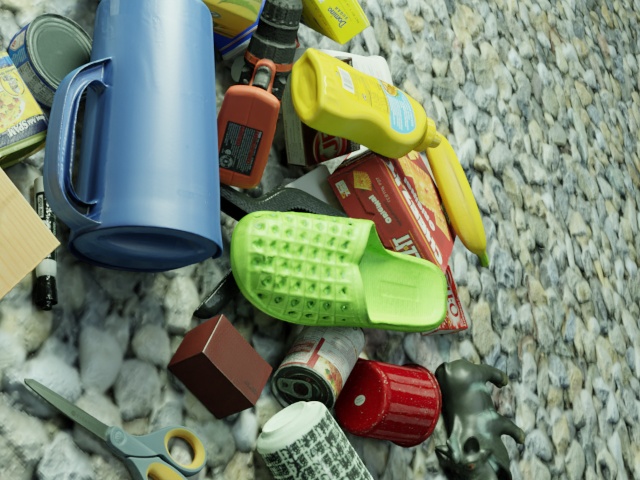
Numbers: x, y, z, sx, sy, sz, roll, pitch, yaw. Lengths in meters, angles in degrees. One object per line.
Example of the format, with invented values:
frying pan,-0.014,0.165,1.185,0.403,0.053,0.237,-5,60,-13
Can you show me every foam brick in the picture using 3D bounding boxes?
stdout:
foam brick,-0.094,0.119,0.999,0.078,0.051,0.053,50,39,-20

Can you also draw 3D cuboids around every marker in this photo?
marker,-0.235,0.002,0.913,0.020,0.020,0.121,19,56,-46

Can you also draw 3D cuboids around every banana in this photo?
banana,0.165,-0.062,1.336,0.069,0.037,0.198,84,-11,-71

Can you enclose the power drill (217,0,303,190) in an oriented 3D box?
power drill,-0.062,-0.149,1.074,0.057,0.185,0.187,15,29,-2

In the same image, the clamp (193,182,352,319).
clamp,-0.057,0.001,1.090,0.209,0.036,0.164,3,70,-31

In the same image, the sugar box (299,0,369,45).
sugar box,-0.011,-0.282,1.208,0.093,0.048,0.176,56,-6,-25

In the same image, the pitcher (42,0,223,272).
pitcher,-0.158,-0.101,0.946,0.145,0.149,0.243,0,72,-5

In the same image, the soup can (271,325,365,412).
soup can,0.000,0.125,1.103,0.068,0.069,0.102,54,36,-16

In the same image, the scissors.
scissors,-0.163,0.161,0.915,0.201,0.016,0.096,52,35,-18

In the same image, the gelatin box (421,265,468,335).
gelatin box,0.148,0.075,1.360,0.073,0.030,0.089,4,67,-52

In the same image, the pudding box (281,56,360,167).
pudding box,-0.001,-0.147,1.216,0.089,0.039,0.113,-22,112,-42

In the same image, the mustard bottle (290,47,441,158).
mustard bottle,0.059,-0.139,1.170,0.191,0.058,0.096,18,42,-34

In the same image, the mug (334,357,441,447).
mug,0.064,0.166,1.157,0.081,0.093,0.117,16,27,-42

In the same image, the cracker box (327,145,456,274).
cracker box,0.094,-0.040,1.275,0.164,0.072,0.213,60,17,-8

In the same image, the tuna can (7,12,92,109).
tuna can,-0.245,-0.164,0.986,0.086,0.034,0.086,30,48,-40

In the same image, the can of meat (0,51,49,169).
can of meat,-0.280,-0.102,0.885,0.084,0.058,0.101,59,35,-5

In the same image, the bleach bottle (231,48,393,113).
bleach bottle,-0.010,-0.192,1.286,0.250,0.068,0.102,5,68,-49
